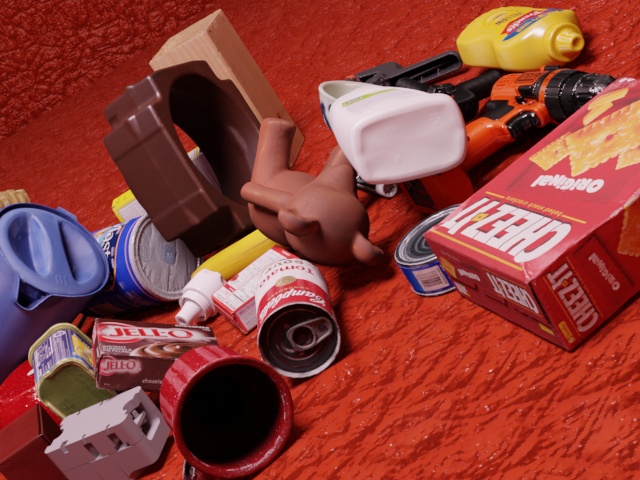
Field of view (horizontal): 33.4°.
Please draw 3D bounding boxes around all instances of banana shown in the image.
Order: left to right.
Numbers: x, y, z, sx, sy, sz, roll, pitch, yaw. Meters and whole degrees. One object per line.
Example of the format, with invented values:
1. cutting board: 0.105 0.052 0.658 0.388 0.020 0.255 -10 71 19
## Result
1. banana: -0.054 0.000 1.144 0.198 0.037 0.069 -32 3 2

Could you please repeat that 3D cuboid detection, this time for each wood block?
1. wood block: -0.117 -0.179 1.382 0.090 0.206 0.090 -24 23 23

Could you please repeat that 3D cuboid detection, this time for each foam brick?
1. foam brick: -0.266 0.198 0.993 0.051 0.053 0.078 -36 20 -6

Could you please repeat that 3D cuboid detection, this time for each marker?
1. marker: 0.049 -0.064 1.149 0.020 0.020 0.121 -38 21 -11

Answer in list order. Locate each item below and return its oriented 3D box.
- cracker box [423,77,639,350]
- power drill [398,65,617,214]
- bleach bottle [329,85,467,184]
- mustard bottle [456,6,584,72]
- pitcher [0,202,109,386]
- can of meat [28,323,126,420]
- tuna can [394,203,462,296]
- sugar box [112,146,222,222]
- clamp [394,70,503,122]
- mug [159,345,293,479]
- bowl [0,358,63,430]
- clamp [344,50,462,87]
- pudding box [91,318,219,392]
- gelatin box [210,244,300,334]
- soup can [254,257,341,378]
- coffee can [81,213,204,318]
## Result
1. cracker box: 0.202 -0.031 0.782 0.213 0.072 0.164 -38 21 -9
2. power drill: 0.171 -0.094 0.990 0.187 0.057 0.185 -36 17 -14
3. bleach bottle: 0.063 -0.113 1.012 0.102 0.068 0.251 -14 15 -1
4. mustard bottle: 0.231 -0.220 1.170 0.096 0.058 0.192 -27 20 -11
5. pitcher: -0.345 0.078 1.181 0.149 0.145 0.243 -5 -37 -53
6. can of meat: -0.220 0.136 0.994 0.057 0.102 0.084 -44 24 -1
7. tuna can: 0.106 0.007 0.892 0.086 0.033 0.086 -29 21 12
8. sugar box: -0.164 -0.055 1.339 0.176 0.093 0.048 -32 21 3
9. clamp: 0.139 -0.149 1.127 0.120 0.039 0.171 -11 22 8
10. mug: -0.080 0.138 0.823 0.082 0.093 0.117 15 88 69
11. bowl: -0.282 0.155 1.107 0.162 0.055 0.162 -29 21 12
12. clamp: 0.086 -0.197 1.361 0.164 0.036 0.210 -35 21 -1
13. pudding box: -0.147 0.104 0.961 0.113 0.039 0.090 8 14 -17
14. gelatin box: -0.058 0.048 1.049 0.089 0.030 0.073 -38 23 -11
15. soup can: -0.021 0.063 0.908 0.068 0.068 0.102 -31 20 7
16. coffee can: -0.217 0.029 1.220 0.141 0.102 0.102 -15 28 41
